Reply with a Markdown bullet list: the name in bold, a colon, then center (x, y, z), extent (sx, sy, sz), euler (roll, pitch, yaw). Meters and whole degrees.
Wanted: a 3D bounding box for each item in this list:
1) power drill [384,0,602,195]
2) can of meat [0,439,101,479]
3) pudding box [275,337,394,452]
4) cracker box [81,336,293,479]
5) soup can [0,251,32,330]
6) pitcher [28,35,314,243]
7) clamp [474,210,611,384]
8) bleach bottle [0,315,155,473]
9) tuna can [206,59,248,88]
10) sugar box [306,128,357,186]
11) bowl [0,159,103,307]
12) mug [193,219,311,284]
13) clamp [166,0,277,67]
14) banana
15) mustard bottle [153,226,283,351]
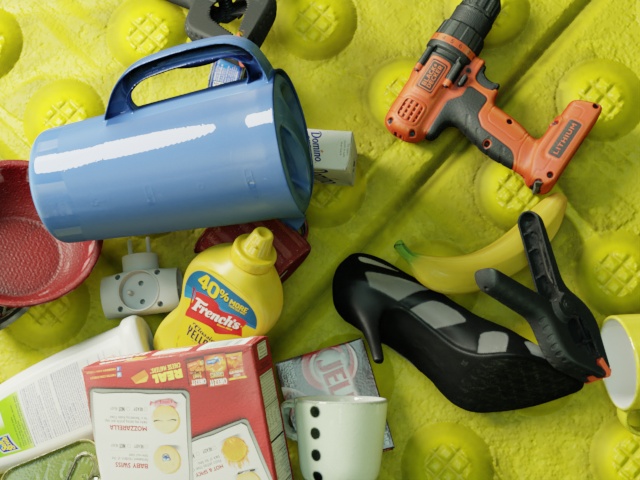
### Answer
- **power drill**: center (0.184, -0.147, 1.078), extent (0.188, 0.057, 0.184), euler (32, 86, 12)
- **can of meat**: center (-0.239, 0.231, 1.017), extent (0.102, 0.084, 0.057), euler (-23, 75, 2)
- **pudding box**: center (0.014, 0.160, 1.036), extent (0.090, 0.039, 0.113), euler (-17, 78, 0)
- **cracker box**: center (-0.112, 0.202, 0.961), extent (0.164, 0.072, 0.214), euler (-10, 92, 13)
- **soup can**: center (-0.342, 0.034, 1.074), extent (0.068, 0.068, 0.102), euler (-44, 79, -5)
- **pitcher**: center (-0.135, -0.078, 0.959), extent (0.243, 0.145, 0.149), euler (-9, 73, 12)
- **clamp**: center (0.218, 0.056, 1.002), extent (0.171, 0.039, 0.120), euler (49, 52, -17)
- **bleach bottle**: center (-0.278, 0.164, 1.047), extent (0.251, 0.068, 0.102), euler (-21, 79, 2)
- **tuna can**: center (-0.090, -0.155, 1.085), extent (0.034, 0.086, 0.086), euler (12, 80, 5)
- **sugar box**: center (-0.053, -0.086, 1.063), extent (0.176, 0.093, 0.048), euler (7, 84, 6)
- **bowl**: center (-0.294, 0.003, 1.032), extent (0.162, 0.055, 0.162), euler (8, 59, -13)
- **mug**: center (-0.057, 0.001, 1.057), extent (0.081, 0.093, 0.117), euler (45, 49, 6)
- **clamp**: center (-0.106, -0.243, 1.087), extent (0.164, 0.036, 0.210), euler (-15, 45, 6)
- **banana**: center (0.165, 0.010, 1.034), extent (0.197, 0.037, 0.069), euler (-17, 110, -24)
- **mustard bottle**: center (-0.087, 0.059, 0.998), extent (0.096, 0.058, 0.192), euler (38, 128, 10)
